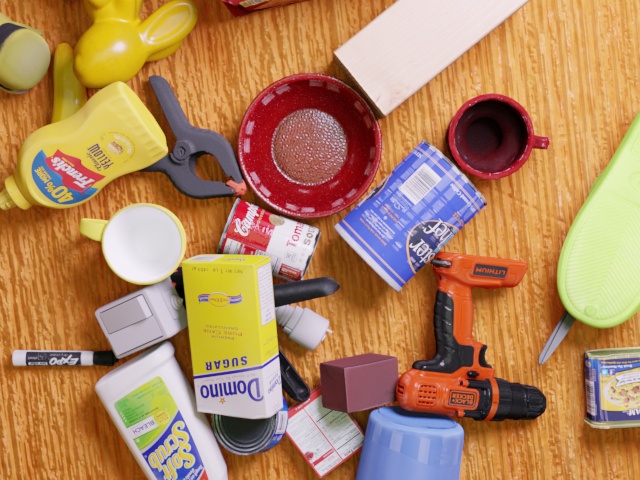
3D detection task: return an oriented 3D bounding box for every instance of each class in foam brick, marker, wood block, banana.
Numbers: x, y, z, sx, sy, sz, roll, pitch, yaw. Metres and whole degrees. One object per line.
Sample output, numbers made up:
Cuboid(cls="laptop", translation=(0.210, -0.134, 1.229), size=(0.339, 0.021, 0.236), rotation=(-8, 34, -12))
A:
Cuboid(cls="foam brick", translation=(0.044, 0.160, 1.208), size=(0.078, 0.051, 0.053), rotation=(-6, 95, -35))
Cuboid(cls="marker", translation=(-0.295, 0.136, 1.238), size=(0.121, 0.020, 0.020), rotation=(0, 94, 0))
Cuboid(cls="wood block", translation=(0.122, -0.234, 1.179), size=(0.206, 0.090, 0.091), rotation=(-39, 93, 3))
Cuboid(cls="banana", translation=(-0.303, -0.122, 1.211), size=(0.069, 0.037, 0.198), rotation=(24, 94, -4))

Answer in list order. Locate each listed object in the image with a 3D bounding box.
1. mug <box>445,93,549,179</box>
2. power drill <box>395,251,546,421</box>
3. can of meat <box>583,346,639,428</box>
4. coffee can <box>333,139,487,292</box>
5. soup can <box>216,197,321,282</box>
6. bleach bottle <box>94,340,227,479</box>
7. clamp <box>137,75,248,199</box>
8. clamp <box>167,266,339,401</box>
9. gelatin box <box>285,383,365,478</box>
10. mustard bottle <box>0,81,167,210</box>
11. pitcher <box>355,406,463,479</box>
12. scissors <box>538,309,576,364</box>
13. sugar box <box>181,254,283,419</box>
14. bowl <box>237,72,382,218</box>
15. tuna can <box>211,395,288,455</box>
Cuboid(cls="mug", translation=(0.196, -0.114, 1.192), size=(0.117, 0.081, 0.093), rotation=(3, 94, 0))
Cuboid(cls="power drill", translation=(0.184, 0.111, 1.209), size=(0.184, 0.057, 0.187), rotation=(8, 89, -20))
Cuboid(cls="can of meat", translation=(0.354, 0.168, 1.225), size=(0.102, 0.057, 0.084), rotation=(-3, 92, -1))
Cuboid(cls="coffee can", translation=(0.099, -0.027, 1.187), size=(0.140, 0.103, 0.103), rotation=(-45, 93, 2))
Cuboid(cls="soup can", translation=(-0.058, 0.001, 1.205), size=(0.102, 0.068, 0.068), rotation=(21, 94, -1))
Cuboid(cls="bleach bottle", translation=(-0.154, 0.246, 1.225), size=(0.102, 0.068, 0.251), rotation=(-30, 96, 6))
Cuboid(cls="clamp", translation=(-0.163, -0.093, 1.203), size=(0.171, 0.039, 0.120), rotation=(41, 101, 13))
Cuboid(cls="clamp", translation=(-0.085, 0.089, 1.207), size=(0.210, 0.036, 0.165), rotation=(16, 118, 18))
Cuboid(cls="gelatin box", translation=(0.003, 0.219, 1.240), size=(0.073, 0.030, 0.089), rotation=(-37, 93, 1))
Cuboid(cls="mustard bottle", translation=(-0.269, -0.087, 1.160), size=(0.192, 0.058, 0.096), rotation=(-29, 131, 8))
Cuboid(cls="pitcher", translation=(0.098, 0.316, 1.202), size=(0.145, 0.149, 0.243), rotation=(10, 94, 12))
Cuboid(cls="scissors", translation=(0.294, 0.041, 1.221), size=(0.201, 0.016, 0.096), rotation=(-40, 87, -8))
Cuboid(cls="sugar box", translation=(-0.096, 0.104, 1.164), size=(0.093, 0.048, 0.176), rotation=(1, 102, 26))
Cuboid(cls="bowl", translation=(-0.012, -0.106, 1.204), size=(0.162, 0.055, 0.162), rotation=(0, 94, 0))
Cuboid(cls="tuna can", translation=(-0.080, 0.201, 1.219), size=(0.086, 0.033, 0.086), rotation=(-4, 81, 25))
